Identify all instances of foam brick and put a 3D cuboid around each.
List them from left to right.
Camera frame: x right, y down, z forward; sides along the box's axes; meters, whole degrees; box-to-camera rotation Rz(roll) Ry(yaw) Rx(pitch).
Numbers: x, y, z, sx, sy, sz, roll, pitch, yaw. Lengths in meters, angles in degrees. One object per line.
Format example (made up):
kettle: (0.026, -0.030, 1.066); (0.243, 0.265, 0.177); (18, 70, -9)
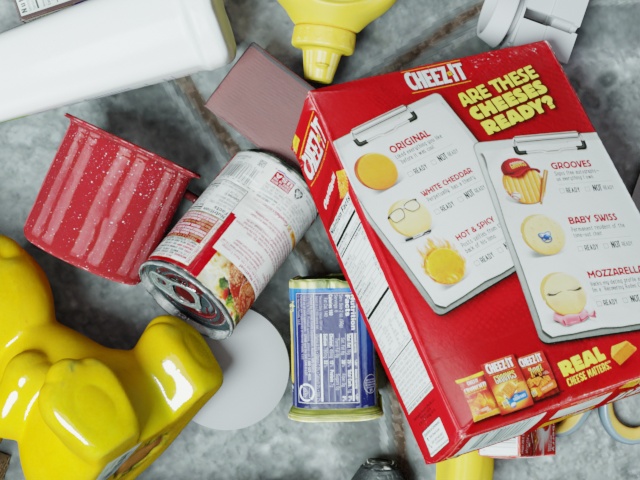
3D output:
foam brick: (-0.027, -0.082, 0.688); (0.078, 0.053, 0.051); (37, 93, 1)

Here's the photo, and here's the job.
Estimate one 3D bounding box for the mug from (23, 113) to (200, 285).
mug: (-0.125, -0.020, 0.677); (0.117, 0.093, 0.081); (25, 91, -35)

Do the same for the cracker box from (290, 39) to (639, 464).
cracker box: (0.097, 0.002, 0.614); (0.164, 0.072, 0.214); (-15, 68, -20)

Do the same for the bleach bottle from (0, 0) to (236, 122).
bleach bottle: (-0.181, -0.106, 0.665); (0.251, 0.102, 0.068); (-17, 100, 3)

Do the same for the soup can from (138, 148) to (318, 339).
soup can: (-0.054, 0.001, 0.657); (0.068, 0.069, 0.102); (37, 63, 0)

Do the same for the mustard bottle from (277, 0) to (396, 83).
mustard bottle: (0.012, -0.196, 0.679); (0.096, 0.058, 0.191); (8, 93, -4)

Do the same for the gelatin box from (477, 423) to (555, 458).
gelatin box: (0.125, 0.091, 0.671); (0.030, 0.073, 0.089); (-3, 80, 29)

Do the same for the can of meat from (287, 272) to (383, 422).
can of meat: (0.009, 0.064, 0.669); (0.057, 0.102, 0.084); (-2, 90, 3)
